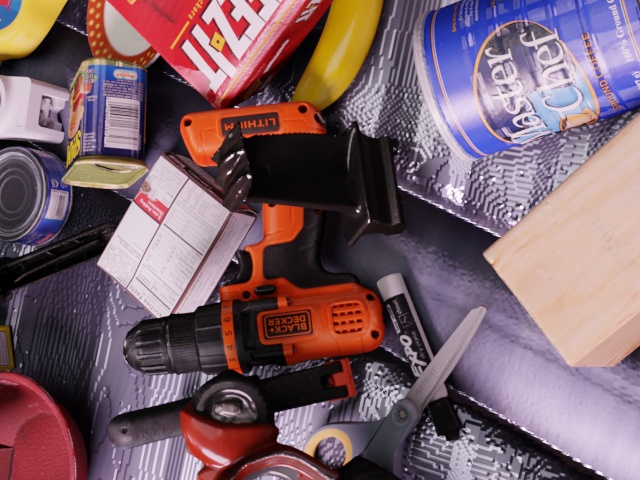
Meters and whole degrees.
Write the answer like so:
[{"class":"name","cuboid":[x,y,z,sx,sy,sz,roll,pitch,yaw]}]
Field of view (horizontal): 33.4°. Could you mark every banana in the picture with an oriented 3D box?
[{"class":"banana","cuboid":[0.015,-0.176,0.785,0.070,0.037,0.198,21,96,28]}]

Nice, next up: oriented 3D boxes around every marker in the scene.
[{"class":"marker","cuboid":[0.069,0.081,0.740,0.020,0.020,0.121,-29,72,25]}]

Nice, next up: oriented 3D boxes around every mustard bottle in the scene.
[{"class":"mustard bottle","cuboid":[-0.262,-0.219,0.936,0.192,0.058,0.096,-50,56,17]}]

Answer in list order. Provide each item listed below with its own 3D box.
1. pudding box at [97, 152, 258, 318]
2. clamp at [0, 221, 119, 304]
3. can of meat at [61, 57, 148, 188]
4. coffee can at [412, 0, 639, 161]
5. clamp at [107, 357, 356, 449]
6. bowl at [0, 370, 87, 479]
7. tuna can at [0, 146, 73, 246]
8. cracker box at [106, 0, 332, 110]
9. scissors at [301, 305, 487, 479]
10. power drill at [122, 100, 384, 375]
[{"class":"pudding box","cuboid":[-0.114,0.000,0.843,0.090,0.039,0.113,38,106,26]},{"class":"clamp","cuboid":[-0.269,0.034,0.899,0.210,0.164,0.036,-8,108,50]},{"class":"can of meat","cuboid":[-0.171,-0.092,0.854,0.102,0.057,0.084,162,111,-68]},{"class":"coffee can","cuboid":[0.143,-0.118,0.668,0.140,0.102,0.103,-16,77,27]},{"class":"clamp","cuboid":[-0.063,0.117,0.759,0.172,0.120,0.039,-19,86,22]},{"class":"bowl","cuboid":[-0.248,0.189,0.891,0.162,0.055,0.162,-3,84,30]},{"class":"tuna can","cuboid":[-0.259,-0.039,0.932,0.086,0.033,0.086,-3,84,30]},{"class":"cracker box","cuboid":[-0.091,-0.222,0.755,0.214,0.072,0.164,46,129,3]},{"class":"scissors","cuboid":[0.042,0.116,0.738,0.096,0.016,0.202,29,109,34]},{"class":"power drill","cuboid":[-0.055,0.001,0.763,0.184,0.057,0.187,-7,79,0]}]
